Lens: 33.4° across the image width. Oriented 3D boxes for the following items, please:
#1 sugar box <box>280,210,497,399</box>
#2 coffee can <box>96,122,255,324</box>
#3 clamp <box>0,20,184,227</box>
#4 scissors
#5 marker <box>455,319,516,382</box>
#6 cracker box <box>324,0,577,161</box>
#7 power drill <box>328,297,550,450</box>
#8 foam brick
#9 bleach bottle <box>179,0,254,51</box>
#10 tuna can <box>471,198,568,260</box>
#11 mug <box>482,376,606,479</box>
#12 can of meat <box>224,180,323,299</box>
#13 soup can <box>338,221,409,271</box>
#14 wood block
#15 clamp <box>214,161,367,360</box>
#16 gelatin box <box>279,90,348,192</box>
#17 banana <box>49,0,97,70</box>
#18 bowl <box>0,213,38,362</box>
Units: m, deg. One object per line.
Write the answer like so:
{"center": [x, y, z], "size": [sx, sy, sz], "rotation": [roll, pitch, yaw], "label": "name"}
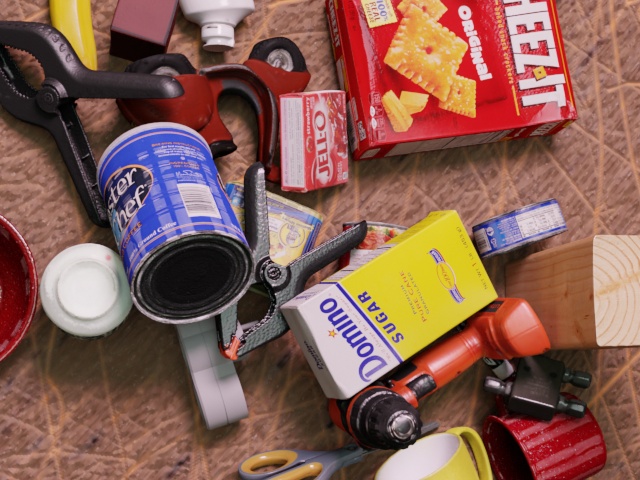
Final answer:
{"center": [0.062, 0.054, 0.927], "size": [0.176, 0.048, 0.093], "rotation": [-32, 100, -25], "label": "sugar box"}
{"center": [-0.122, -0.016, 0.888], "size": [0.102, 0.103, 0.140], "rotation": [-16, 48, -11], "label": "coffee can"}
{"center": [-0.222, -0.134, 0.944], "size": [0.210, 0.036, 0.165], "rotation": [45, 120, 5], "label": "clamp"}
{"center": [0.010, 0.193, 0.979], "size": [0.201, 0.096, 0.016], "rotation": [-19, 109, -41], "label": "scissors"}
{"center": [0.159, 0.104, 1.021], "size": [0.020, 0.020, 0.121], "rotation": [-40, 91, -12], "label": "marker"}
{"center": [0.124, -0.174, 1.023], "size": [0.213, 0.072, 0.164], "rotation": [-8, 85, -12], "label": "cracker box"}
{"center": [0.102, 0.117, 0.926], "size": [0.187, 0.185, 0.057], "rotation": [-28, 94, -12], "label": "power drill"}
{"center": [-0.161, -0.197, 0.974], "size": [0.053, 0.078, 0.051], "rotation": [16, 80, -10], "label": "foam brick"}
{"center": [-0.089, -0.304, 1.009], "size": [0.102, 0.068, 0.251], "rotation": [0, 85, -9], "label": "bleach bottle"}
{"center": [0.187, -0.011, 1.007], "size": [0.086, 0.086, 0.034], "rotation": [-18, 85, -12], "label": "tuna can"}
{"center": [0.203, 0.180, 0.987], "size": [0.081, 0.093, 0.117], "rotation": [-20, 79, -16], "label": "mug"}
{"center": [-0.057, 0.001, 0.979], "size": [0.102, 0.057, 0.084], "rotation": [22, 78, -6], "label": "can of meat"}
{"center": [0.049, 0.038, 0.986], "size": [0.068, 0.068, 0.102], "rotation": [7, 83, -9], "label": "soup can"}
{"center": [0.241, 0.052, 0.947], "size": [0.090, 0.206, 0.090], "rotation": [1, 83, -9], "label": "wood block"}
{"center": [-0.049, 0.019, 0.927], "size": [0.120, 0.039, 0.171], "rotation": [36, 75, -1], "label": "clamp"}
{"center": [-0.005, -0.092, 0.981], "size": [0.030, 0.073, 0.089], "rotation": [4, 101, 33], "label": "gelatin box"}
{"center": [-0.216, -0.245, 0.991], "size": [0.069, 0.037, 0.198], "rotation": [16, 81, -7], "label": "banana"}
{"center": [-0.326, 0.044, 0.927], "size": [0.162, 0.055, 0.162], "rotation": [1, 83, -10], "label": "bowl"}
